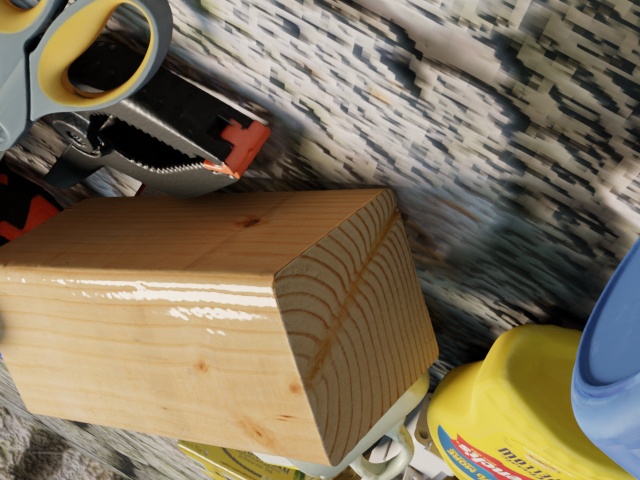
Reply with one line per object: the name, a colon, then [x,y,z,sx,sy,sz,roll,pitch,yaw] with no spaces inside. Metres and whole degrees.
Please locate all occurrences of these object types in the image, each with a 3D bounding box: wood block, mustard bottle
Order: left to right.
wood block: [-0.062,0.034,0.512,0.207,0.090,0.090,0,116,40]
mustard bottle: [0.106,0.099,0.554,0.096,0.058,0.192,29,160,0]

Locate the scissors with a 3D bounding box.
scissors: [-0.147,-0.069,0.465,0.202,0.016,0.096,-25,109,34]

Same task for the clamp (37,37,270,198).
clamp: [-0.116,-0.069,0.512,0.210,0.036,0.164,13,153,42]
